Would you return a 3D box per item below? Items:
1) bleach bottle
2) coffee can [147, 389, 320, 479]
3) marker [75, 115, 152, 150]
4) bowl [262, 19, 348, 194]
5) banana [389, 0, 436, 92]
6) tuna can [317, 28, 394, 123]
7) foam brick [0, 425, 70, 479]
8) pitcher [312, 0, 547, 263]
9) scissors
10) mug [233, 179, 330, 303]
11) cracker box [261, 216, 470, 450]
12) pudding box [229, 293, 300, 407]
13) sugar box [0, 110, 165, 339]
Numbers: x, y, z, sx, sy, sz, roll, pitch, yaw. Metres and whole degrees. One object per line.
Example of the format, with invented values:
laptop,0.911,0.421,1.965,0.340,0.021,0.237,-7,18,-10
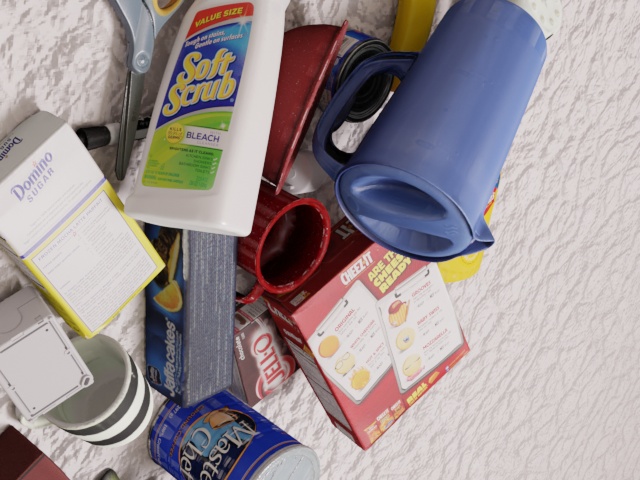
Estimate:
bleach bottle,-0.083,-0.134,0.848,0.068,0.103,0.251,19,79,-66
coffee can,-0.085,0.211,1.035,0.102,0.140,0.103,-28,132,-36
marker,-0.148,-0.091,0.870,0.120,0.020,0.020,-18,125,-42
bowl,-0.031,-0.123,0.919,0.162,0.055,0.162,-166,-82,-89
banana,0.084,-0.241,1.032,0.069,0.037,0.198,-23,129,-21
tuna can,0.032,-0.157,1.025,0.086,0.034,0.086,-28,132,-36
foam brick,-0.262,0.207,0.900,0.078,0.053,0.051,-47,141,-16
pitcher,0.111,-0.115,0.985,0.149,0.145,0.242,53,54,-37
scissors,-0.152,-0.152,0.816,0.096,0.016,0.202,21,91,-48
mug,-0.056,0.001,0.983,0.093,0.082,0.117,20,97,-53
cracker box,0.050,0.082,1.079,0.164,0.072,0.213,-41,130,-18
pudding box,-0.058,0.102,1.081,0.089,0.039,0.113,-38,137,-27
sugar box,-0.201,-0.009,0.841,0.093,0.048,0.176,-47,137,-20
